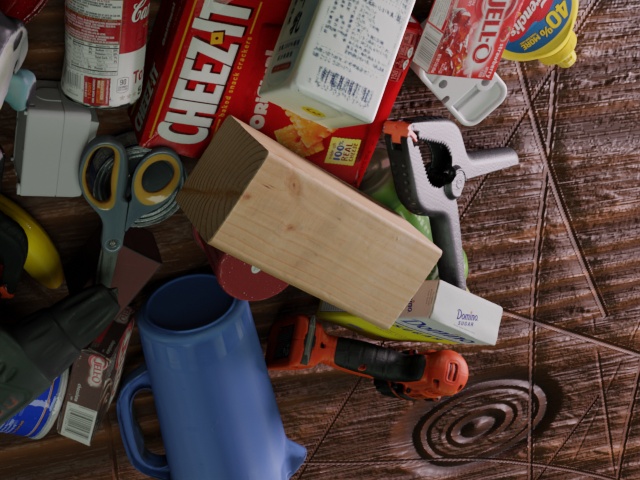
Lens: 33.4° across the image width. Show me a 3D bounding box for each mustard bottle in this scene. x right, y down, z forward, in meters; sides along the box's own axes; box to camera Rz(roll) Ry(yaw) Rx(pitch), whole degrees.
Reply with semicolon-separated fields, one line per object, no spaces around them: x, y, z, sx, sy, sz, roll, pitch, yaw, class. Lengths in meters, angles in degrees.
0.177;-0.218;0.964;0.096;0.058;0.191;-43;129;12;mustard bottle

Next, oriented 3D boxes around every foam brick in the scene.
-0.194;0.025;0.998;0.051;0.053;0.078;30;110;-36;foam brick

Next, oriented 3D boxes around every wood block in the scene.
-0.008;-0.012;0.920;0.205;0.091;0.090;28;102;-35;wood block

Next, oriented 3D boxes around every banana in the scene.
-0.299;-0.017;0.938;0.197;0.037;0.070;28;125;-34;banana

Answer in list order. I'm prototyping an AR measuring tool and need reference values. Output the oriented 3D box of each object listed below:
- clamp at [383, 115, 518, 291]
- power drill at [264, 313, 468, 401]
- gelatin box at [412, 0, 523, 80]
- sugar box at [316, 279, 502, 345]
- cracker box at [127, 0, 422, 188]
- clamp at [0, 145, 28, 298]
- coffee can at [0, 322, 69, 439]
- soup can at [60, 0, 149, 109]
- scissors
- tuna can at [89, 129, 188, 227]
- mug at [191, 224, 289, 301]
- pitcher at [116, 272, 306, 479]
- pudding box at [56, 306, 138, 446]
0.123;-0.063;1.014;0.209;0.036;0.164;49;62;-46;clamp
0.040;0.128;1.129;0.187;0.185;0.057;14;75;-16;power drill
0.127;-0.182;0.903;0.073;0.030;0.089;-1;125;-33;gelatin box
0.086;0.074;1.076;0.093;0.177;0.048;23;76;-34;sugar box
-0.039;-0.144;0.923;0.213;0.072;0.164;9;120;-26;cracker box
-0.304;-0.012;0.887;0.120;0.039;0.171;-4;135;1;clamp
-0.318;0.122;0.988;0.140;0.103;0.103;17;117;-31;coffee can
-0.173;-0.165;0.856;0.068;0.068;0.102;-2;126;-20;soup can
-0.164;-0.010;0.934;0.096;0.016;0.202;-10;133;-12;scissors
-0.164;-0.056;0.962;0.086;0.034;0.086;-11;128;-14;tuna can
-0.057;0.001;1.016;0.117;0.081;0.093;-11;128;-14;mug
-0.120;0.157;1.085;0.149;0.145;0.243;-32;131;-29;pitcher
-0.216;0.127;1.039;0.039;0.090;0.114;21;120;-2;pudding box
